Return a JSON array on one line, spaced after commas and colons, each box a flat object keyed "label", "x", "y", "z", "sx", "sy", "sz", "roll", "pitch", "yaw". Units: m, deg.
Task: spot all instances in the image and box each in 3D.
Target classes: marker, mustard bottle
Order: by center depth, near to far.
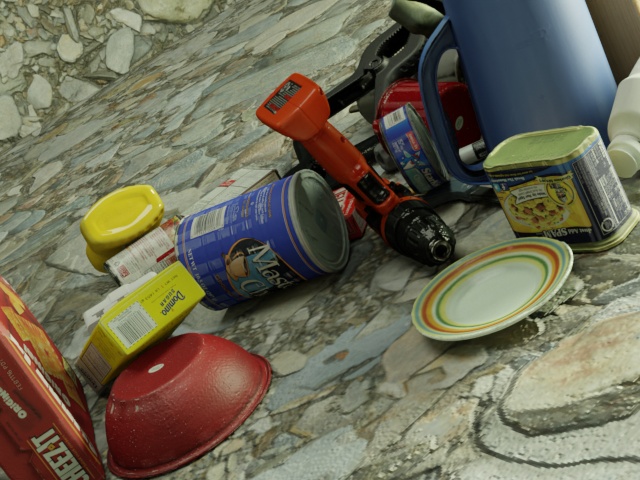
[{"label": "marker", "x": 0.199, "y": -0.108, "z": 1.085, "sx": 0.121, "sy": 0.020, "sz": 0.020, "roll": -24, "pitch": 21, "yaw": 15}, {"label": "mustard bottle", "x": -0.236, "y": -0.003, "z": 1.287, "sx": 0.096, "sy": 0.058, "sz": 0.192, "roll": -32, "pitch": -10, "yaw": -16}]

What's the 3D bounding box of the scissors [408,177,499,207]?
[{"label": "scissors", "x": 0.125, "y": -0.039, "z": 1.024, "sx": 0.096, "sy": 0.016, "sz": 0.202, "roll": -31, "pitch": 20, "yaw": -1}]

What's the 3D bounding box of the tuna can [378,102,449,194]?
[{"label": "tuna can", "x": 0.091, "y": -0.088, "z": 1.037, "sx": 0.034, "sy": 0.086, "sz": 0.086, "roll": -27, "pitch": 20, "yaw": 14}]

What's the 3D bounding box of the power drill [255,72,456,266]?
[{"label": "power drill", "x": 0.032, "y": -0.060, "z": 0.955, "sx": 0.057, "sy": 0.187, "sz": 0.185, "roll": -45, "pitch": 23, "yaw": -2}]

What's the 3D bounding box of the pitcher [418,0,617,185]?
[{"label": "pitcher", "x": 0.171, "y": -0.171, "z": 0.943, "sx": 0.145, "sy": 0.243, "sz": 0.149, "roll": -4, "pitch": 25, "yaw": 48}]

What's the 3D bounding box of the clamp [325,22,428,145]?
[{"label": "clamp", "x": 0.062, "y": -0.193, "z": 1.259, "sx": 0.165, "sy": 0.036, "sz": 0.209, "roll": 5, "pitch": 55, "yaw": 44}]

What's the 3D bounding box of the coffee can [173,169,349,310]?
[{"label": "coffee can", "x": -0.057, "y": 0.001, "z": 1.045, "sx": 0.140, "sy": 0.103, "sz": 0.102, "roll": -20, "pitch": 22, "yaw": 25}]

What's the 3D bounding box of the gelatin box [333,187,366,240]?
[{"label": "gelatin box", "x": 0.014, "y": -0.025, "z": 1.118, "sx": 0.073, "sy": 0.030, "sz": 0.089, "roll": -20, "pitch": 22, "yaw": 24}]

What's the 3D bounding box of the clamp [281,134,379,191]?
[{"label": "clamp", "x": -0.005, "y": -0.082, "z": 1.239, "sx": 0.120, "sy": 0.039, "sz": 0.171, "roll": 3, "pitch": 32, "yaw": 31}]

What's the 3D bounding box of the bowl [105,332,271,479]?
[{"label": "bowl", "x": -0.124, "y": 0.127, "z": 0.904, "sx": 0.162, "sy": 0.055, "sz": 0.162, "roll": -26, "pitch": 20, "yaw": 10}]

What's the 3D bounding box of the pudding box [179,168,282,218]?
[{"label": "pudding box", "x": -0.108, "y": -0.045, "z": 1.321, "sx": 0.113, "sy": 0.039, "sz": 0.090, "roll": -40, "pitch": 23, "yaw": -22}]

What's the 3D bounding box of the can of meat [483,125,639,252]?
[{"label": "can of meat", "x": 0.187, "y": -0.040, "z": 0.842, "sx": 0.102, "sy": 0.084, "sz": 0.057, "roll": -3, "pitch": 32, "yaw": 51}]

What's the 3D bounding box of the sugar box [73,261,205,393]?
[{"label": "sugar box", "x": -0.171, "y": 0.085, "z": 0.990, "sx": 0.093, "sy": 0.048, "sz": 0.176, "roll": -38, "pitch": -5, "yaw": -26}]

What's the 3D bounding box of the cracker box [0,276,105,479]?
[{"label": "cracker box", "x": -0.269, "y": 0.125, "z": 0.944, "sx": 0.072, "sy": 0.164, "sz": 0.214, "roll": -34, "pitch": 20, "yaw": -8}]

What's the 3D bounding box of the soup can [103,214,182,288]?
[{"label": "soup can", "x": -0.186, "y": 0.026, "z": 1.211, "sx": 0.102, "sy": 0.068, "sz": 0.069, "roll": -34, "pitch": 21, "yaw": -11}]

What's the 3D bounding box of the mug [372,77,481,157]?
[{"label": "mug", "x": 0.110, "y": -0.127, "z": 1.134, "sx": 0.117, "sy": 0.093, "sz": 0.082, "roll": -8, "pitch": 11, "yaw": -35}]
